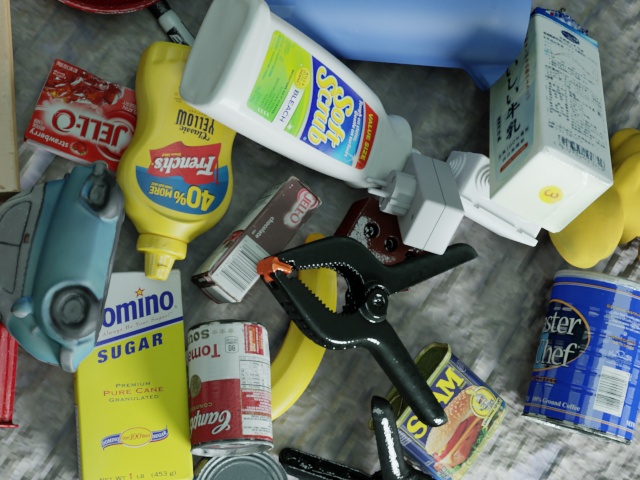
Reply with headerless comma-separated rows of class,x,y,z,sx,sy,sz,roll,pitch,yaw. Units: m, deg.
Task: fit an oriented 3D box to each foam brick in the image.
foam brick,0.055,0.005,0.961,0.078,0.051,0.053,34,77,-12

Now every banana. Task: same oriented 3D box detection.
banana,-0.028,0.090,0.936,0.069,0.037,0.197,35,77,-12

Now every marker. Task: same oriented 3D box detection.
marker,-0.117,-0.173,0.939,0.020,0.020,0.121,-39,97,-16

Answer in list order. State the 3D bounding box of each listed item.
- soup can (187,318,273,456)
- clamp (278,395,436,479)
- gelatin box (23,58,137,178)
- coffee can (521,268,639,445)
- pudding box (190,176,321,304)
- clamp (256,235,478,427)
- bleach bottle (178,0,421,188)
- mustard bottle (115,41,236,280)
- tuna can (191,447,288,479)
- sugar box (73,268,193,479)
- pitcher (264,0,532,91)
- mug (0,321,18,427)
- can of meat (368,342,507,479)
soup can,-0.075,0.122,0.880,0.068,0.069,0.102,2,70,-17
clamp,0.047,0.218,0.937,0.171,0.120,0.039,56,30,-18
gelatin box,-0.196,-0.102,0.904,0.089,0.030,0.073,22,80,-14
coffee can,0.252,0.108,0.987,0.102,0.103,0.140,18,81,-15
pudding box,-0.056,0.001,0.908,0.039,0.090,0.113,44,76,-8
clamp,0.041,0.063,0.886,0.209,0.036,0.164,14,74,-30
bleach bottle,0.003,-0.113,0.906,0.250,0.068,0.102,22,91,-42
mustard bottle,-0.118,-0.062,0.886,0.096,0.058,0.191,15,80,-25
tuna can,-0.071,0.218,0.915,0.086,0.034,0.086,1,85,-17
sugar box,-0.159,0.114,0.890,0.093,0.048,0.176,-4,88,-17
pitcher,0.053,-0.227,0.931,0.242,0.145,0.149,0,51,-9
mug,-0.292,0.103,0.831,0.117,0.093,0.081,3,80,-5
can of meat,0.108,0.158,0.964,0.084,0.058,0.102,42,75,-12
